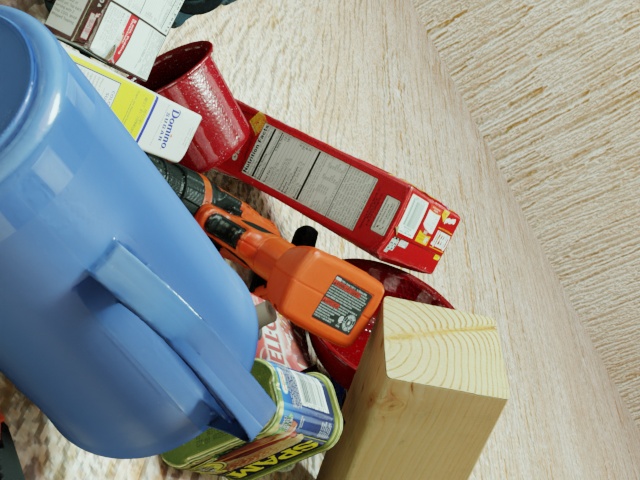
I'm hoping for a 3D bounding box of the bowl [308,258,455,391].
[{"bbox_3d":[0.051,0.089,0.931,0.162,0.055,0.162,17,35,-12],"label":"bowl"}]

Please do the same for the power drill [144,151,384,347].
[{"bbox_3d":[-0.055,0.001,0.797,0.188,0.057,0.184,34,3,42],"label":"power drill"}]

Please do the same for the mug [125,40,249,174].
[{"bbox_3d":[-0.116,-0.107,0.881,0.117,0.093,0.081,24,-33,57],"label":"mug"}]

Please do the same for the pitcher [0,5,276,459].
[{"bbox_3d":[-0.116,0.009,0.508,0.242,0.149,0.145,65,17,-57],"label":"pitcher"}]

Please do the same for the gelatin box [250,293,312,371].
[{"bbox_3d":[-0.041,0.091,0.868,0.073,0.030,0.089,31,32,-36],"label":"gelatin box"}]

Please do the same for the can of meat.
[{"bbox_3d":[-0.050,0.121,0.718,0.083,0.102,0.057,31,38,-57],"label":"can of meat"}]

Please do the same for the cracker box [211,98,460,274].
[{"bbox_3d":[0.005,-0.050,0.978,0.214,0.072,0.164,28,3,23],"label":"cracker box"}]

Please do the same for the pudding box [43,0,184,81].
[{"bbox_3d":[-0.135,-0.165,0.737,0.039,0.090,0.113,26,3,10],"label":"pudding box"}]

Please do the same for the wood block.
[{"bbox_3d":[0.063,0.155,0.818,0.090,0.090,0.206,-88,-168,-54],"label":"wood block"}]
